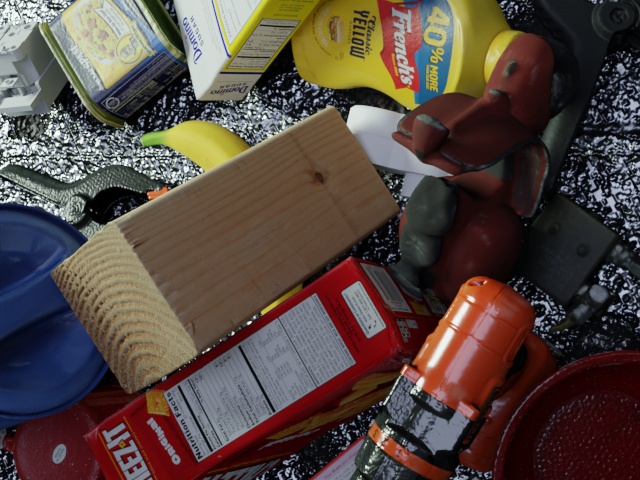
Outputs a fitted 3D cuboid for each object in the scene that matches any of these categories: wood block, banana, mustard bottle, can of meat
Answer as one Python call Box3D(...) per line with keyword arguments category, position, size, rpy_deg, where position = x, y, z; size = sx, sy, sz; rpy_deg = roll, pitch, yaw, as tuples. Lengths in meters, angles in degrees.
Box3D(category="wood block", position=(-0.054, 0.001, 0.686), size=(0.090, 0.205, 0.091), rpy_deg=(-32, 91, 46))
Box3D(category="banana", position=(-0.058, -0.023, 0.805), size=(0.070, 0.037, 0.198), rpy_deg=(-42, 72, 24))
Box3D(category="mustard bottle", position=(0.068, -0.136, 0.726), size=(0.192, 0.058, 0.096), rpy_deg=(22, 117, 34))
Box3D(category="can of meat", position=(-0.159, -0.155, 0.843), size=(0.084, 0.057, 0.102), rpy_deg=(-37, 73, 13))

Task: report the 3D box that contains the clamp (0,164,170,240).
Box3D(category="clamp", position=(-0.194, -0.026, 0.855), size=(0.171, 0.039, 0.120), rpy_deg=(-18, 71, 12))

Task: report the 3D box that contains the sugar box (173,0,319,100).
Box3D(category="sugar box", position=(-0.048, -0.181, 0.755), size=(0.176, 0.048, 0.093), rpy_deg=(-42, 58, 56))

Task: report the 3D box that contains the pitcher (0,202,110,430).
Box3D(category="pitcher", position=(-0.234, 0.075, 0.732), size=(0.149, 0.144, 0.243), rpy_deg=(45, 143, -13))

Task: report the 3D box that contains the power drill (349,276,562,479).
Box3D(category="power drill", position=(0.082, 0.112, 0.656), size=(0.057, 0.187, 0.184), rpy_deg=(34, 96, 19))

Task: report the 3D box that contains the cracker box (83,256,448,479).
Box3D(category="cracker box", position=(-0.021, 0.100, 0.710), size=(0.214, 0.164, 0.072), rpy_deg=(-34, 74, 15))

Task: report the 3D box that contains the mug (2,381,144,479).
Box3D(category="mug", position=(-0.189, 0.155, 0.815), size=(0.117, 0.081, 0.093), rpy_deg=(2, 86, 21))

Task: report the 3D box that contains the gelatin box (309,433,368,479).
Box3D(category="gelatin box", position=(0.018, 0.168, 0.737), size=(0.089, 0.073, 0.030), rpy_deg=(-43, 72, 13))
